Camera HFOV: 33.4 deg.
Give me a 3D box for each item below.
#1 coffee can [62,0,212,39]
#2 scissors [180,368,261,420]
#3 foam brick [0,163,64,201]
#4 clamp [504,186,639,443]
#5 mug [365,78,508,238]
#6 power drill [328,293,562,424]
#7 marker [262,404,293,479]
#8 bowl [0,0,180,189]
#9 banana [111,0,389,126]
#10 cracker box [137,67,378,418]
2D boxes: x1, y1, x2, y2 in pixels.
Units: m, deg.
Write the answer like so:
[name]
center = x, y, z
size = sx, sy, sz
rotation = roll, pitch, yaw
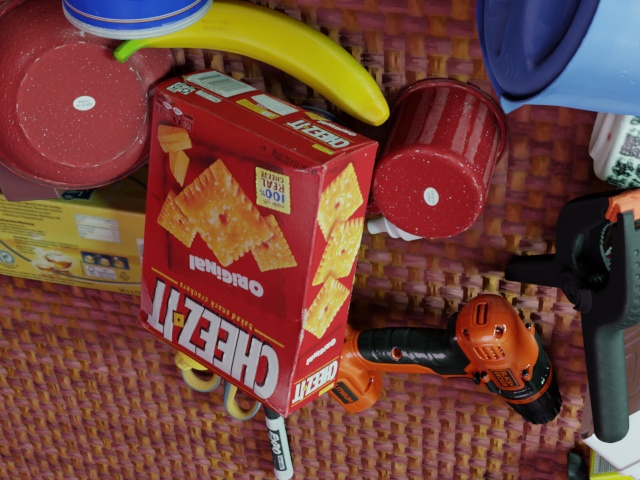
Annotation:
[coffee can]
center = -0.125, -0.216, 0.688
size = 0.103, 0.102, 0.140
rotation = 10, 132, 11
[scissors]
center = -0.089, 0.085, 0.995
size = 0.096, 0.016, 0.202
rotation = 14, 126, 18
[foam brick]
center = -0.227, -0.075, 0.864
size = 0.051, 0.078, 0.053
rotation = -2, 129, 19
[clamp]
center = 0.185, 0.026, 0.749
size = 0.036, 0.165, 0.210
rotation = -18, 141, -14
[mug]
center = 0.074, -0.052, 0.773
size = 0.117, 0.081, 0.093
rotation = -21, 120, 32
[power drill]
center = 0.100, 0.108, 0.903
size = 0.188, 0.057, 0.184
rotation = -7, 143, 25
[marker]
center = -0.043, 0.196, 1.072
size = 0.020, 0.020, 0.121
rotation = 6, 131, 15
[bowl]
center = -0.176, -0.105, 0.779
size = 0.162, 0.055, 0.162
rotation = -7, 114, -16
[banana]
center = -0.043, -0.133, 0.759
size = 0.198, 0.069, 0.037
rotation = 13, 170, -1
[cracker box]
center = -0.055, 0.001, 0.794
size = 0.164, 0.071, 0.214
rotation = 28, 124, 30
